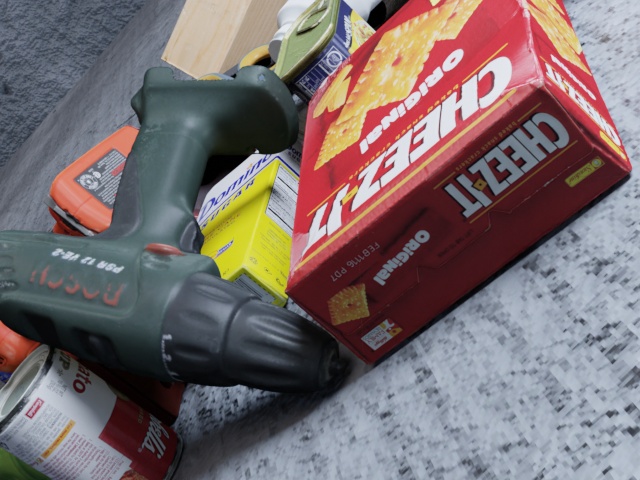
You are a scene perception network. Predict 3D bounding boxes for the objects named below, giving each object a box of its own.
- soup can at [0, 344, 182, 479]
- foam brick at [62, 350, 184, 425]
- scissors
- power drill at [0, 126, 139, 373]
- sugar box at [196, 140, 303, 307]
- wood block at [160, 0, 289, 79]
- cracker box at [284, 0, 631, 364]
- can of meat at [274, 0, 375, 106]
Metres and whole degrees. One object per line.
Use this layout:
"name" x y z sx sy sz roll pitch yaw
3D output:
"soup can" -0.144 0.117 0.645 0.069 0.102 0.068 -42 21 20
"foam brick" -0.135 0.093 0.707 0.051 0.078 0.053 -40 24 24
"scissors" -0.026 -0.113 0.814 0.202 0.016 0.096 19 57 45
"power drill" -0.177 0.001 0.828 0.188 0.057 0.184 -55 -1 41
"sugar box" -0.055 0.001 0.749 0.093 0.048 0.176 -37 25 27
"wood block" -0.050 -0.234 0.976 0.090 0.090 0.206 34 102 42
"cracker box" 0.062 -0.061 0.575 0.164 0.072 0.213 -40 23 25
"can of meat" 0.019 -0.120 0.753 0.058 0.084 0.102 -40 22 26
